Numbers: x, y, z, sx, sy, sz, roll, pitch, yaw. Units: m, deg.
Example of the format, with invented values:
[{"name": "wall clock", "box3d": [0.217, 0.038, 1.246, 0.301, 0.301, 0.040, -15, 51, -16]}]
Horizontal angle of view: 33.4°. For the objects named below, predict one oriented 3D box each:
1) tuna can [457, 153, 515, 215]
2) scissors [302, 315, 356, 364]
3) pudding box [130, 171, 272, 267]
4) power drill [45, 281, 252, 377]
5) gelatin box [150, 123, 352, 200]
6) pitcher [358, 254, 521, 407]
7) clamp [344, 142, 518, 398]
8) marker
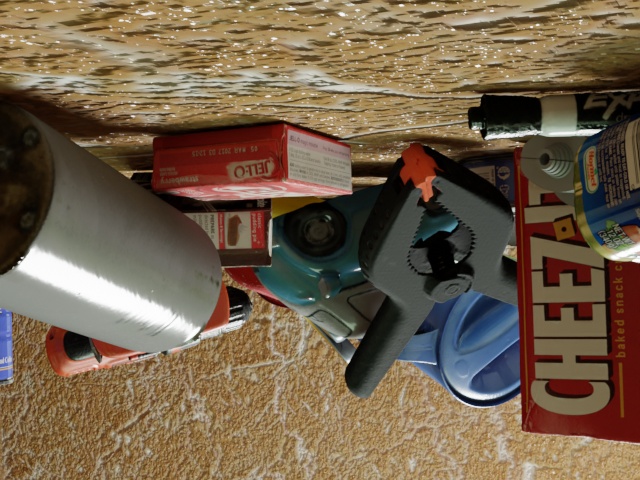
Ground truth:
[{"name": "tuna can", "box3d": [0.129, -0.035, 0.685, 0.086, 0.034, 0.086, -2, 178, 0]}, {"name": "scissors", "box3d": [-0.036, 0.033, 0.959, 0.016, 0.202, 0.096, -42, 173, -9]}, {"name": "pudding box", "box3d": [-0.073, -0.015, 0.644, 0.090, 0.039, 0.113, -3, -162, -2]}, {"name": "power drill", "box3d": [-0.129, 0.065, 0.872, 0.184, 0.057, 0.188, -15, 172, -18]}, {"name": "gelatin box", "box3d": [-0.033, -0.037, 0.544, 0.073, 0.030, 0.089, -2, 178, 23]}, {"name": "pitcher", "box3d": [0.087, 0.050, 0.994, 0.149, 0.145, 0.243, 43, 172, -35]}, {"name": "clamp", "box3d": [0.085, 0.016, 0.653, 0.164, 0.036, 0.210, -17, 141, -5]}, {"name": "marker", "box3d": [0.121, -0.052, 0.434, 0.121, 0.020, 0.020, -2, 178, 0]}]
